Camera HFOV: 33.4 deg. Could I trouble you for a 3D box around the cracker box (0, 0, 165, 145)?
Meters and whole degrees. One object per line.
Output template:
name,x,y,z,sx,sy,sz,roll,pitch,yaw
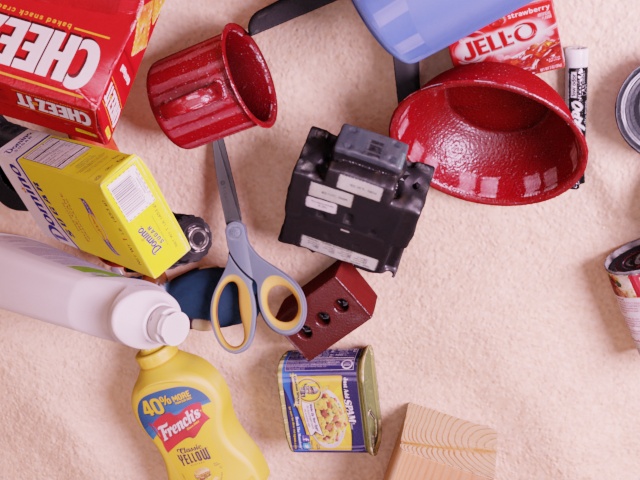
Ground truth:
cracker box,-0.212,-0.203,0.847,0.164,0.072,0.213,16,70,4

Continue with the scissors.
scissors,-0.056,0.001,0.950,0.096,0.016,0.202,3,88,9

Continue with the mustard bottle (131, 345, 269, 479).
mustard bottle,-0.129,0.168,1.036,0.096,0.058,0.191,-18,105,21

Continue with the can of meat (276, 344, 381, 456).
can of meat,0.009,0.151,1.006,0.084,0.057,0.102,-3,109,14

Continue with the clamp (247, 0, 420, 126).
clamp,0.044,-0.216,0.876,0.164,0.036,0.210,24,110,0

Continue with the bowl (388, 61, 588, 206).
bowl,0.139,-0.095,0.870,0.162,0.055,0.162,13,150,8

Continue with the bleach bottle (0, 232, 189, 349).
bleach bottle,-0.213,0.047,0.923,0.251,0.102,0.068,14,95,41

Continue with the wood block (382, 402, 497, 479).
wood block,0.093,0.275,1.018,0.091,0.090,0.206,18,112,4

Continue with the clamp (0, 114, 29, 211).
clamp,-0.291,-0.090,0.960,0.171,0.039,0.120,29,127,13

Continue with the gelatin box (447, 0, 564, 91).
gelatin box,0.147,-0.164,0.864,0.089,0.030,0.073,-12,138,14

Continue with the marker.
marker,0.214,-0.102,0.897,0.020,0.020,0.121,0,110,10

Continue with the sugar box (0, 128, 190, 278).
sugar box,-0.187,-0.032,0.854,0.177,0.048,0.093,13,137,46

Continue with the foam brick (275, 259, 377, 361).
foam brick,0.006,0.062,0.977,0.078,0.051,0.053,-38,100,20

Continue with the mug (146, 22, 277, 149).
mug,-0.096,-0.123,0.896,0.082,0.117,0.093,-18,105,21
